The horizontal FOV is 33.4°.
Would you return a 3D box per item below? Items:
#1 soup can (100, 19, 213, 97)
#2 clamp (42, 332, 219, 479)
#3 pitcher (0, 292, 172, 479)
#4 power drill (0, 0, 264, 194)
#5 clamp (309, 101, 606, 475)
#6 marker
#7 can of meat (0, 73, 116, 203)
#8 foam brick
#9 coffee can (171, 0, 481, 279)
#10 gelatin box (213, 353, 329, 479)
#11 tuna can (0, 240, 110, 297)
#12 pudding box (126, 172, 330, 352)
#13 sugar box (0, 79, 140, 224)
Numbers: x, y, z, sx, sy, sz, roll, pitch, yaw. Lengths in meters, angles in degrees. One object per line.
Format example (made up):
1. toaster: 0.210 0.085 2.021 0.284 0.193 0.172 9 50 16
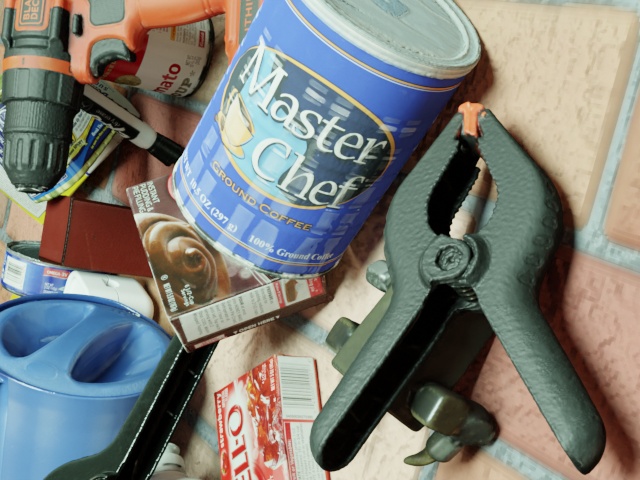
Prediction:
1. soup can: -0.137 -0.145 0.767 0.069 0.102 0.068 -21 65 54
2. clamp: -0.105 0.151 0.581 0.210 0.036 0.165 -43 43 6
3. pitcher: -0.185 0.168 0.714 0.145 0.149 0.243 -93 16 -68
4. power drill: -0.111 -0.118 0.664 0.188 0.057 0.184 2 84 14
5. clamp: 0.068 0.020 0.439 0.120 0.039 0.171 5 67 28
6. marker: -0.145 -0.087 0.753 0.020 0.121 0.020 -30 42 32
7. can of meat: -0.203 -0.088 0.783 0.058 0.084 0.102 -23 26 31
8. foam brick: -0.162 -0.003 0.796 0.053 0.078 0.051 7 88 56
9. coffee can: -0.001 -0.064 0.532 0.140 0.102 0.103 -56 39 34
10. gelatin box: -0.029 0.117 0.599 0.073 0.030 0.089 -37 52 48
11. tuna can: -0.213 0.026 0.860 0.086 0.086 0.034 24 104 57
12. pudding box: -0.054 0.001 0.613 0.039 0.090 0.113 77 171 -49
13. sugar box: -0.230 -0.088 0.909 0.177 0.093 0.048 -34 19 47
